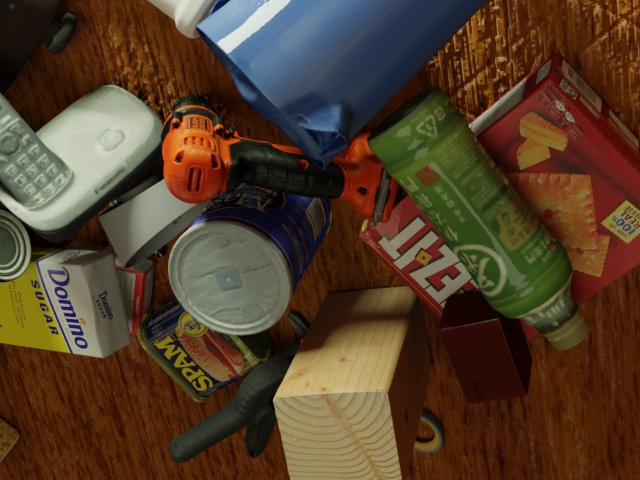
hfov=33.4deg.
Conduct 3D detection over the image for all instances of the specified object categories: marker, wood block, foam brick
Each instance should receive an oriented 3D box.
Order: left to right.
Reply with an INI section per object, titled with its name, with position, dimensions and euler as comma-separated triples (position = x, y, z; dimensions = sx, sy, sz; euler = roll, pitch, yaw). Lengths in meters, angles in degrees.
[marker]
position = -0.185, -0.032, 0.996
dimensions = 0.020, 0.020, 0.121
euler = -31, 105, 27
[wood block]
position = 0.034, 0.120, 0.894
dimensions = 0.090, 0.206, 0.091
euler = -6, 108, 14
[foam brick]
position = 0.134, 0.085, 0.865
dimensions = 0.053, 0.051, 0.078
euler = -12, 115, 23

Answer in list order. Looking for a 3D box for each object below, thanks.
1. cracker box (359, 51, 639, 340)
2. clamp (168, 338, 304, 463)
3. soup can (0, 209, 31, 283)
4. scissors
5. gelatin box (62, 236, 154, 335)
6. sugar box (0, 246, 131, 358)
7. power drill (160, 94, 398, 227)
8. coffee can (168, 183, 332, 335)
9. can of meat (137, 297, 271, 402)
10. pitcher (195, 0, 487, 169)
[cracker box]
position = 0.163, -0.019, 0.870
dimensions = 0.164, 0.072, 0.214
euler = 45, 120, -9
[clamp]
position = -0.054, 0.160, 1.027
dimensions = 0.172, 0.120, 0.039
euler = -41, 65, 18
[soup can]
position = -0.323, 0.014, 0.976
dimensions = 0.102, 0.068, 0.068
euler = -13, 112, 33
[scissors]
position = 0.050, 0.143, 1.020
dimensions = 0.096, 0.016, 0.201
euler = -17, 111, 22
[gelatin box]
position = -0.208, 0.044, 1.036
dimensions = 0.089, 0.030, 0.073
euler = 16, 120, 11
[sugar box]
position = -0.265, 0.055, 1.017
dimensions = 0.177, 0.048, 0.093
euler = 3, 110, 36
[power drill]
position = -0.036, -0.069, 0.868
dimensions = 0.187, 0.184, 0.057
euler = 6, 114, -9
[coffee can]
position = -0.056, 0.001, 0.905
dimensions = 0.103, 0.140, 0.103
euler = 7, 118, 13
[can of meat]
position = -0.107, 0.093, 1.014
dimensions = 0.084, 0.057, 0.102
euler = -31, 111, 24
[pitcher]
position = 0.035, -0.181, 0.754
dimensions = 0.243, 0.145, 0.149
euler = -43, 93, -1
